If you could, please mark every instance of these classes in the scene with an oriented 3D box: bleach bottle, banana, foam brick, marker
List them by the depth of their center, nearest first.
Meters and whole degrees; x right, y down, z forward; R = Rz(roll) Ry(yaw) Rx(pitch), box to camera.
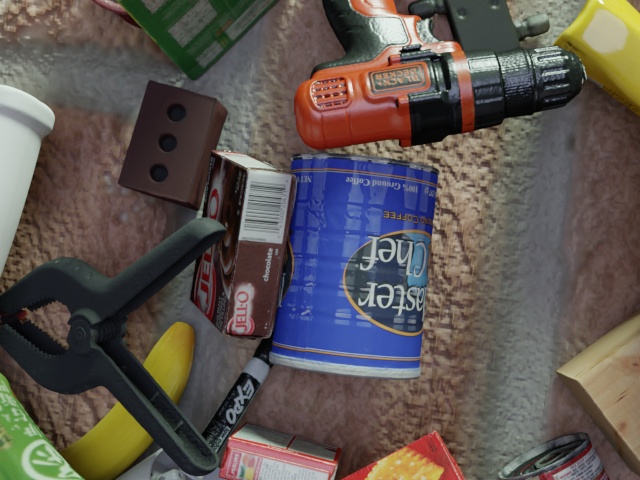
[{"bbox_3d":[-0.252,0.023,0.700,0.103,0.068,0.251,6,79,19],"label":"bleach bottle"},{"bbox_3d":[-0.058,0.112,0.743,0.020,0.020,0.121,31,66,4],"label":"marker"},{"bbox_3d":[-0.104,-0.066,0.757,0.053,0.051,0.078,16,89,4],"label":"foam brick"},{"bbox_3d":[-0.160,0.137,0.761,0.198,0.037,0.069,-33,88,2],"label":"banana"}]

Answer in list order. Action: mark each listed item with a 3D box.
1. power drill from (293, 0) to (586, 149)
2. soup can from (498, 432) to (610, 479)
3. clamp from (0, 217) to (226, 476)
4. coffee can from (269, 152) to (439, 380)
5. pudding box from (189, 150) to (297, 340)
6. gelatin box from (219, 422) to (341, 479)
[{"bbox_3d":[0.066,-0.149,0.708,0.184,0.057,0.187,-8,58,0],"label":"power drill"},{"bbox_3d":[0.174,0.191,0.723,0.068,0.068,0.102,-27,87,2],"label":"soup can"},{"bbox_3d":[-0.145,0.052,0.718,0.210,0.036,0.164,13,99,31],"label":"clamp"},{"bbox_3d":[0.023,0.018,0.721,0.103,0.103,0.140,6,88,3],"label":"coffee can"},{"bbox_3d":[-0.055,0.001,0.722,0.039,0.090,0.113,8,99,-23],"label":"pudding box"},{"bbox_3d":[-0.025,0.151,0.726,0.073,0.089,0.030,14,87,4],"label":"gelatin box"}]
